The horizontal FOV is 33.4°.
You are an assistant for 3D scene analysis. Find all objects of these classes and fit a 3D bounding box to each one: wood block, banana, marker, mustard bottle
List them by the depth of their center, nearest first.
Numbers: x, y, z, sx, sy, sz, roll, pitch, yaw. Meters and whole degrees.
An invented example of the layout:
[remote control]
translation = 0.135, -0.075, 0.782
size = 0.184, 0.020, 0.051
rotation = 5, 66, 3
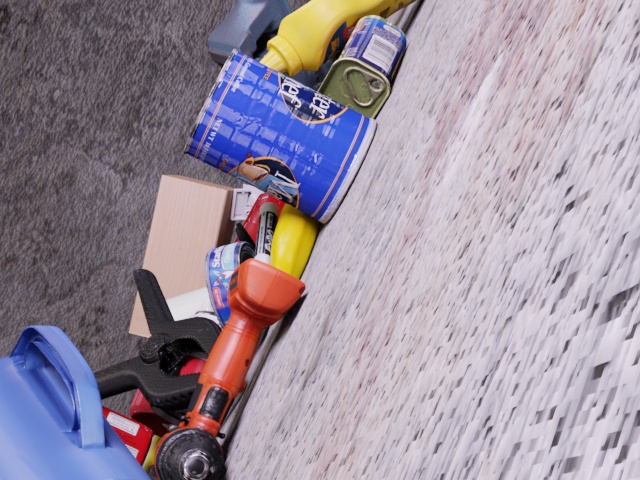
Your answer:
[banana]
translation = -0.026, -0.007, 1.000
size = 0.070, 0.037, 0.197
rotation = -61, 7, 24
[marker]
translation = -0.052, 0.007, 1.001
size = 0.121, 0.020, 0.020
rotation = -87, 22, -51
[mustard bottle]
translation = 0.019, -0.218, 1.041
size = 0.191, 0.058, 0.096
rotation = -37, -4, -12
[wood block]
translation = -0.173, 0.025, 1.382
size = 0.090, 0.091, 0.206
rotation = -20, -57, -82

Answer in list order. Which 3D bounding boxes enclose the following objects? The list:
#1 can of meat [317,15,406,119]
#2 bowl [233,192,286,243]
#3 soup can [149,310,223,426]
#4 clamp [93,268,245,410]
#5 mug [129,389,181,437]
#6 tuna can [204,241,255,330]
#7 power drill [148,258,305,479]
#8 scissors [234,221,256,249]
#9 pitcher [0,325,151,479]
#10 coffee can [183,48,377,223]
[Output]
[can of meat]
translation = 0.035, -0.148, 0.996
size = 0.102, 0.057, 0.083
rotation = -57, 6, 46
[bowl]
translation = -0.067, -0.002, 1.251
size = 0.162, 0.055, 0.162
rotation = -62, 6, 11
[soup can]
translation = -0.113, 0.128, 1.034
size = 0.102, 0.068, 0.069
rotation = -66, 6, -26
[clamp]
translation = -0.156, 0.115, 0.995
size = 0.210, 0.036, 0.164
rotation = 18, 65, 44
[mug]
translation = -0.149, 0.161, 1.110
size = 0.117, 0.093, 0.081
rotation = 124, 166, -60
[tuna can]
translation = -0.075, 0.045, 0.991
size = 0.086, 0.034, 0.086
rotation = -15, -90, -77
[power drill]
translation = -0.076, 0.110, 0.838
size = 0.187, 0.057, 0.185
rotation = -64, 8, -13
[scissors]
translation = -0.057, 0.001, 1.086
size = 0.096, 0.016, 0.202
rotation = -56, -15, -26
[pitcher]
translation = -0.202, 0.183, 0.834
size = 0.145, 0.149, 0.243
rotation = -41, 35, -16
[coffee can]
translation = -0.035, -0.091, 0.939
size = 0.103, 0.140, 0.103
rotation = -62, 6, 11
